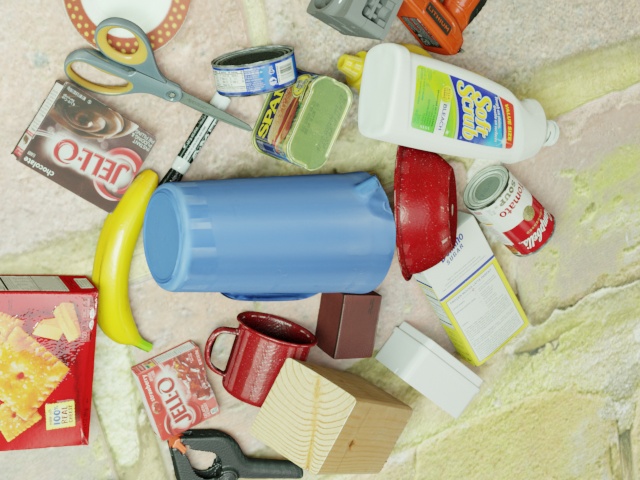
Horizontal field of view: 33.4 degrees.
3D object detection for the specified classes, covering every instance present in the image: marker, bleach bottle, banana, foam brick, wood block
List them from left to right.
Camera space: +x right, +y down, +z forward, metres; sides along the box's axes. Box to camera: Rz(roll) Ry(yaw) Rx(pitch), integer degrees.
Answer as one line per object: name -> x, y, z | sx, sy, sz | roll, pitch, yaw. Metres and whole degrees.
banana -> -0.203, 0.025, 1.096 | 0.069, 0.037, 0.198 | -13, 114, -50
marker -> -0.132, -0.099, 1.107 | 0.020, 0.020, 0.121 | 33, 87, -31
wood block -> 0.018, 0.197, 1.170 | 0.091, 0.090, 0.205 | -61, 156, 0
foam brick -> 0.031, 0.092, 1.228 | 0.052, 0.051, 0.078 | 3, 102, -30
bleach bottle -> 0.161, -0.142, 1.159 | 0.250, 0.068, 0.102 | 6, 94, -33

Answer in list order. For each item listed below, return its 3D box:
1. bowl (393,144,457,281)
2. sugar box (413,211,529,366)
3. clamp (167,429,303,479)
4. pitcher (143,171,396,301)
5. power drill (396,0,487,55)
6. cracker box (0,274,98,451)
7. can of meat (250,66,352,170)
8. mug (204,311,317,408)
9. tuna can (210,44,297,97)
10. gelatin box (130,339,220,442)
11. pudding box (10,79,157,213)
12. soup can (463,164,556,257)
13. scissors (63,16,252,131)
bowl -> 0.119, -0.036, 1.179 | 0.055, 0.162, 0.162 | -1, 108, 13
sugar box -> 0.179, 0.059, 1.303 | 0.093, 0.048, 0.176 | -38, 114, -15
clamp -> -0.112, 0.276, 1.210 | 0.171, 0.039, 0.120 | 32, 83, -25
pitcher -> -0.057, 0.001, 1.105 | 0.242, 0.145, 0.149 | -2, 97, -32
power drill -> 0.155, -0.314, 1.179 | 0.187, 0.057, 0.184 | -50, 120, -7
cracker box -> -0.328, 0.119, 1.031 | 0.213, 0.072, 0.164 | 1, 103, -28
can of meat -> -0.019, -0.128, 1.121 | 0.057, 0.084, 0.102 | 21, 93, -31
mug -> -0.070, 0.130, 1.166 | 0.117, 0.093, 0.081 | 15, 101, -18
tuna can -> -0.066, -0.172, 1.083 | 0.086, 0.086, 0.034 | -19, 113, -23
gelatin box -> -0.156, 0.164, 1.159 | 0.073, 0.030, 0.089 | -24, 113, -21
pudding box -> -0.230, -0.092, 1.044 | 0.113, 0.039, 0.090 | 32, 88, -31
soup can -> 0.228, -0.036, 1.290 | 0.102, 0.069, 0.068 | 41, 83, -30
scissors -> -0.148, -0.162, 1.047 | 0.201, 0.016, 0.096 | 11, 134, -20
